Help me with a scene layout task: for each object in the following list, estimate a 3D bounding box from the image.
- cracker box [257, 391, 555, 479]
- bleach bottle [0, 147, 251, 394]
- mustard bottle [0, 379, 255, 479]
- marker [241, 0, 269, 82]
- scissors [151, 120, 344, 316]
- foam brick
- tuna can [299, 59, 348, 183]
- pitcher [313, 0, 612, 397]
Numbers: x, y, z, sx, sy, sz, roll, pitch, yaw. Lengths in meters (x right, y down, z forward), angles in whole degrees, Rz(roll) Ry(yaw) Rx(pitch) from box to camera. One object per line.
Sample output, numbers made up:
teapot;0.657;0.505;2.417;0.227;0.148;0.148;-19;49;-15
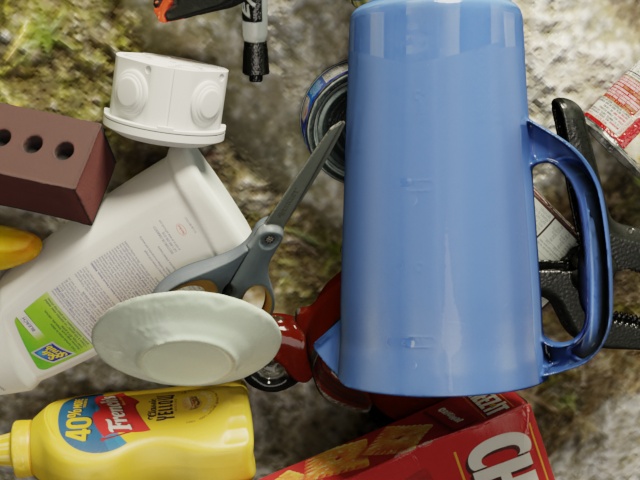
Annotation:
cracker box;0.065;0.215;0.746;0.213;0.072;0.164;-21;102;-6
bleach bottle;-0.174;0.034;0.748;0.251;0.068;0.102;-29;119;6
mustard bottle;-0.145;0.145;0.777;0.191;0.096;0.058;-5;115;-6
marker;-0.044;-0.166;0.711;0.020;0.020;0.121;-2;111;-7
scissors;-0.055;0.001;0.697;0.096;0.016;0.202;1;132;-21
foam brick;-0.182;-0.050;0.699;0.078;0.053;0.051;12;155;9
tuna can;0.030;-0.082;0.746;0.086;0.034;0.086;-3;112;-7
pitcher;0.084;-0.027;0.669;0.149;0.145;0.243;-3;93;-26
